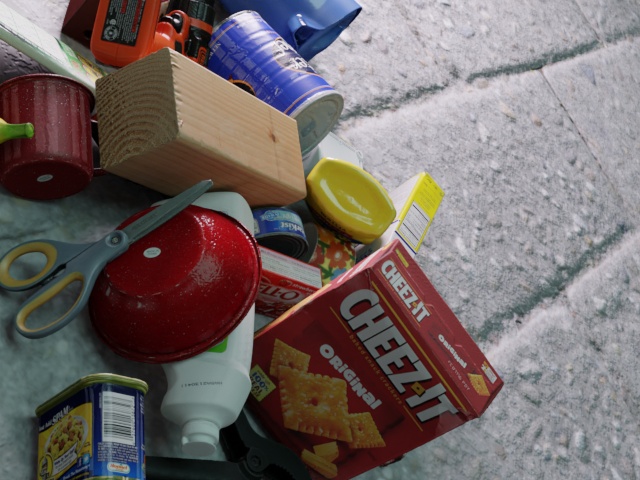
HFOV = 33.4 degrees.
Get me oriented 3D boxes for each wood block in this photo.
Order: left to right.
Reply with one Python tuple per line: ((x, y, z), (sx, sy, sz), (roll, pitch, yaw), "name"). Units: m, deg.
((-0.108, -0.093, 1.007), (0.205, 0.090, 0.091), (23, 54, -56), "wood block")

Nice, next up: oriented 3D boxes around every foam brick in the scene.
((-0.221, -0.238, 1.091), (0.053, 0.078, 0.051), (28, 45, -29), "foam brick")

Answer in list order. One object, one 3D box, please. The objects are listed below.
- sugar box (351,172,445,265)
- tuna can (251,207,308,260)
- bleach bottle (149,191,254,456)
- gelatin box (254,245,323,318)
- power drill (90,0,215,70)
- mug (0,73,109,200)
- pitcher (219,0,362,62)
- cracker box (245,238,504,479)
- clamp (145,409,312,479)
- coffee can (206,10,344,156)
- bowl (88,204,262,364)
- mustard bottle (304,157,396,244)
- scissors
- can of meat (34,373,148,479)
((0.078, -0.002, 1.225), (0.048, 0.094, 0.176), (45, 39, -14), "sugar box")
((-0.057, 0.001, 1.081), (0.085, 0.086, 0.034), (12, 53, -42), "tuna can")
((-0.110, 0.073, 0.949), (0.068, 0.102, 0.251), (69, 15, -51), "bleach bottle")
((-0.054, 0.043, 1.063), (0.089, 0.073, 0.030), (21, 50, -37), "gelatin box")
((-0.153, -0.215, 1.046), (0.187, 0.057, 0.184), (23, 77, -77), "power drill")
((-0.234, -0.086, 0.950), (0.117, 0.093, 0.081), (9, 61, -36), "mug")
((-0.072, -0.324, 1.289), (0.144, 0.149, 0.243), (-40, 91, -31), "pitcher")
((0.031, 0.122, 0.978), (0.164, 0.214, 0.072), (53, 37, -3), "cracker box")
((-0.069, 0.195, 0.962), (0.210, 0.036, 0.164), (38, 41, -16), "clamp")
((-0.058, -0.166, 1.161), (0.140, 0.103, 0.102), (47, 34, 17), "coffee can")
((-0.134, 0.023, 0.918), (0.055, 0.162, 0.162), (67, 17, -53), "bowl")
((0.025, -0.036, 1.150), (0.096, 0.058, 0.192), (36, -6, 0), "mustard bottle")
((-0.191, -0.003, 0.901), (0.096, 0.016, 0.201), (34, 70, 21), "scissors")
((-0.176, 0.160, 0.819), (0.057, 0.102, 0.084), (20, 52, -38), "can of meat")
